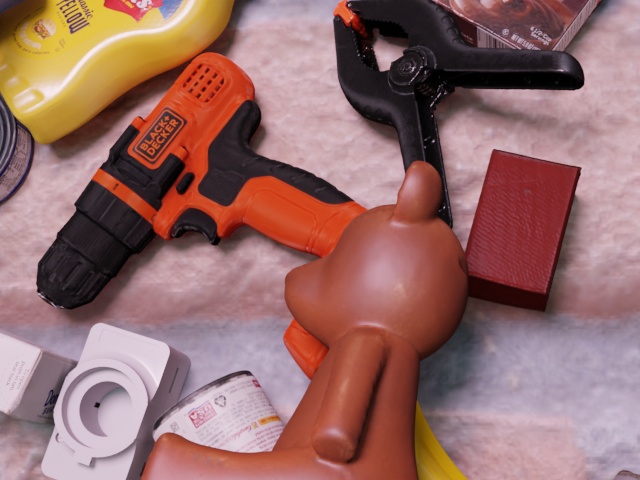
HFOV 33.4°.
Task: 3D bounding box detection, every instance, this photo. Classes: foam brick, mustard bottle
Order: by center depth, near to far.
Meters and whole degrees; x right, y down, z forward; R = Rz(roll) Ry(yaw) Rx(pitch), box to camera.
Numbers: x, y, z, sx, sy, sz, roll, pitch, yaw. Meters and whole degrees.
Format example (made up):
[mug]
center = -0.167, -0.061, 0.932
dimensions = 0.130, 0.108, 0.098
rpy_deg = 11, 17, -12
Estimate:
[foam brick]
center = 0.113, -0.005, 0.608
dimensions = 0.051, 0.053, 0.078
rpy_deg = 15, 79, 11
[mustard bottle]
center = -0.115, -0.144, 0.672
dimensions = 0.191, 0.058, 0.096
rpy_deg = -31, 55, -1

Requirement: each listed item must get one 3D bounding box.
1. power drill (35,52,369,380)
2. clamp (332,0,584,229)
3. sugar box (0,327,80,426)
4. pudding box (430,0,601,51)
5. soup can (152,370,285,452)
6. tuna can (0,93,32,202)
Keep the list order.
[power drill]
center = -0.054, 0.001, 0.629
dimensions = 0.188, 0.057, 0.184
rpy_deg = 34, 83, 15
[clamp]
center = 0.056, -0.083, 0.619
dimensions = 0.120, 0.039, 0.172
rpy_deg = -51, 48, -1
[sugar box]
center = -0.228, 0.057, 0.622
dimensions = 0.176, 0.093, 0.048
rpy_deg = 23, 81, 13
[pudding box]
center = 0.114, -0.163, 0.655
dimensions = 0.113, 0.039, 0.090
rpy_deg = 35, 83, 15
[soup can]
center = -0.041, 0.132, 0.589
dimensions = 0.068, 0.068, 0.102
rpy_deg = -33, 73, -1
[tuna can]
center = -0.229, -0.061, 0.682
dimensions = 0.086, 0.033, 0.086
rpy_deg = -2, 76, 8
